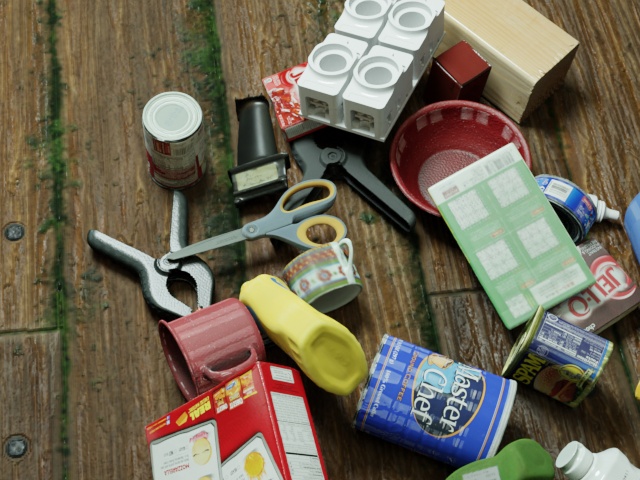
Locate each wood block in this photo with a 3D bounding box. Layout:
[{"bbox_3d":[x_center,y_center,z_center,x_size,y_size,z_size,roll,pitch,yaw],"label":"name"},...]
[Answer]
[{"bbox_3d":[0.203,-0.253,1.316,0.206,0.090,0.090,42,67,17],"label":"wood block"}]

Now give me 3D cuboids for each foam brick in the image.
[{"bbox_3d":[0.164,-0.190,1.286,0.051,0.078,0.053,-35,71,-21],"label":"foam brick"}]

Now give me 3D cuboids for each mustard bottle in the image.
[{"bbox_3d":[-0.032,0.082,1.076,0.058,0.096,0.192,-47,35,-8],"label":"mustard bottle"}]

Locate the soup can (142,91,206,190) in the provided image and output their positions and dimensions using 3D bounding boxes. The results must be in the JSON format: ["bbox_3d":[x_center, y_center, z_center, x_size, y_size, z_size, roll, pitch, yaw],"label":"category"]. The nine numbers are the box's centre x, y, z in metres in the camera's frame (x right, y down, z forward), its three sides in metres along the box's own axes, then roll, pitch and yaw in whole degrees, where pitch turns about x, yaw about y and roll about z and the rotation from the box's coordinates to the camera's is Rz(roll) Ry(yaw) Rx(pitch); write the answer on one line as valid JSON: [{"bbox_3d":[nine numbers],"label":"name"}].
[{"bbox_3d":[-0.164,-0.111,1.204,0.068,0.102,0.068,2,61,-3],"label":"soup can"}]

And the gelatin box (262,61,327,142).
[{"bbox_3d":[-0.021,-0.167,1.257,0.073,0.030,0.089,-21,54,1],"label":"gelatin box"}]

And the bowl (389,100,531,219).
[{"bbox_3d":[0.159,-0.082,1.234,0.162,0.055,0.162,0,62,0],"label":"bowl"}]

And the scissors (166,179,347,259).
[{"bbox_3d":[-0.058,0.001,1.160,0.201,0.016,0.096,-32,69,-17],"label":"scissors"}]

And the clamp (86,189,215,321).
[{"bbox_3d":[-0.161,0.022,1.169,0.120,0.039,0.171,-38,73,-16],"label":"clamp"}]

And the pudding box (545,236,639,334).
[{"bbox_3d":[0.286,0.061,1.178,0.113,0.039,0.090,-30,69,-18],"label":"pudding box"}]

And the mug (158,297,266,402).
[{"bbox_3d":[-0.102,0.111,1.063,0.081,0.093,0.117,-22,21,-20],"label":"mug"}]

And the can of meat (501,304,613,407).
[{"bbox_3d":[0.245,0.122,1.107,0.084,0.102,0.057,26,62,7],"label":"can of meat"}]

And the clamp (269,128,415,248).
[{"bbox_3d":[0.007,-0.082,1.238,0.164,0.036,0.210,-12,59,-4],"label":"clamp"}]

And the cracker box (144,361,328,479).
[{"bbox_3d":[-0.070,0.243,0.987,0.164,0.072,0.214,-33,59,30],"label":"cracker box"}]

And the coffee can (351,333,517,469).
[{"bbox_3d":[0.113,0.165,1.072,0.140,0.103,0.102,20,62,7],"label":"coffee can"}]

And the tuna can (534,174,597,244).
[{"bbox_3d":[0.265,-0.033,1.201,0.086,0.086,0.033,31,65,12],"label":"tuna can"}]
